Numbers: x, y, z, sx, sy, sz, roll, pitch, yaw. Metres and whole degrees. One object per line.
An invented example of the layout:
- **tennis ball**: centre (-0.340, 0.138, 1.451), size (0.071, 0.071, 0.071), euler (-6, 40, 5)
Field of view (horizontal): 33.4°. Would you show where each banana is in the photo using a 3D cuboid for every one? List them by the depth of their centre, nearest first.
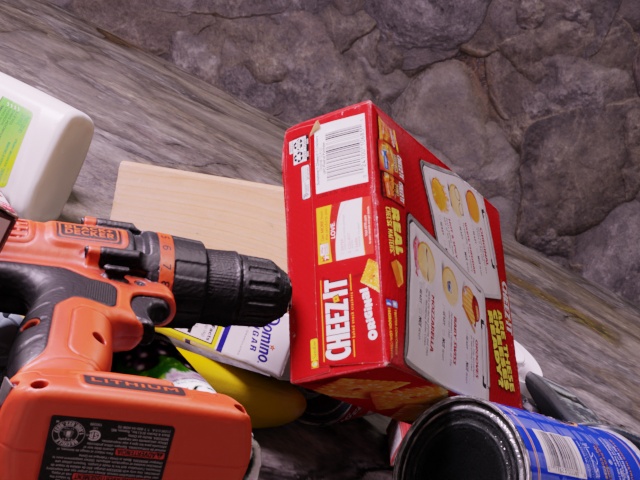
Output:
- **banana**: centre (-0.082, 0.083, 0.660), size (0.197, 0.037, 0.070), euler (23, 11, -25)

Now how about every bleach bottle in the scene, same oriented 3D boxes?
- **bleach bottle**: centre (-0.316, -0.106, 0.874), size (0.251, 0.102, 0.068), euler (23, 0, 12)

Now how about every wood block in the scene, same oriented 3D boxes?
- **wood block**: centre (-0.055, 0.001, 0.817), size (0.206, 0.091, 0.090), euler (11, 1, 29)

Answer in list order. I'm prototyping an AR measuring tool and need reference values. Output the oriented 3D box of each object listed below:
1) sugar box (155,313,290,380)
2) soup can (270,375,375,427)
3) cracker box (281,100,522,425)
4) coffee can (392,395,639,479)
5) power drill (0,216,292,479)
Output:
- **sugar box**: centre (-0.089, 0.042, 0.699), size (0.176, 0.048, 0.093), euler (17, -5, 12)
- **soup can**: centre (0.016, 0.096, 0.774), size (0.069, 0.068, 0.102), euler (32, 10, 23)
- **cracker box**: centre (0.057, 0.030, 0.696), size (0.072, 0.164, 0.213), euler (-14, -23, 27)
- **coffee can**: centre (0.128, 0.158, 0.660), size (0.140, 0.103, 0.103), euler (19, 13, -40)
- **power drill**: centre (-0.087, 0.050, 0.518), size (0.184, 0.057, 0.188), euler (6, 23, -18)
